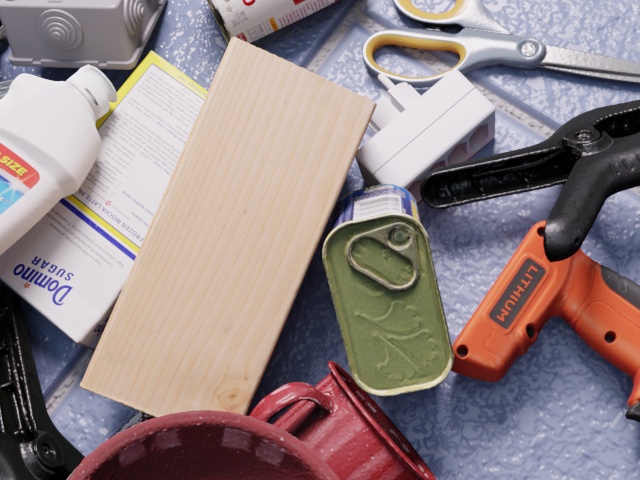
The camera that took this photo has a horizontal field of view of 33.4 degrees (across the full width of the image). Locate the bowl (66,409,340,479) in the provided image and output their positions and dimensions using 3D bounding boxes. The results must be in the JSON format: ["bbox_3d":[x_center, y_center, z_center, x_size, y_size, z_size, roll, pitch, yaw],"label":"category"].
[{"bbox_3d":[-0.058,0.168,0.519,0.162,0.055,0.162,4,63,-8],"label":"bowl"}]

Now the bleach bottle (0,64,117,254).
[{"bbox_3d":[-0.228,-0.026,0.627,0.102,0.068,0.250,47,68,-2],"label":"bleach bottle"}]

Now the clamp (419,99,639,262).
[{"bbox_3d":[0.156,-0.040,0.617,0.171,0.039,0.120,-24,36,-14],"label":"clamp"}]

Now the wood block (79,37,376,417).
[{"bbox_3d":[-0.054,0.001,0.620,0.090,0.090,0.206,23,86,-8],"label":"wood block"}]

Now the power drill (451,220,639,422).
[{"bbox_3d":[0.169,0.090,0.602,0.188,0.057,0.184,32,78,14],"label":"power drill"}]

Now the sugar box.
[{"bbox_3d":[-0.126,-0.025,0.691,0.093,0.048,0.176,37,86,17],"label":"sugar box"}]

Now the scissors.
[{"bbox_3d":[0.127,-0.140,0.696,0.202,0.016,0.096,-2,74,9],"label":"scissors"}]

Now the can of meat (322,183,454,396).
[{"bbox_3d":[0.039,0.024,0.608,0.057,0.084,0.102,-12,106,7],"label":"can of meat"}]

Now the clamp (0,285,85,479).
[{"bbox_3d":[-0.172,0.123,0.626,0.036,0.164,0.210,-32,100,16],"label":"clamp"}]

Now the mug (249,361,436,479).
[{"bbox_3d":[0.000,0.122,0.593,0.081,0.117,0.093,-41,40,1],"label":"mug"}]

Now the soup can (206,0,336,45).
[{"bbox_3d":[-0.027,-0.178,0.706,0.102,0.068,0.068,-26,72,2],"label":"soup can"}]
